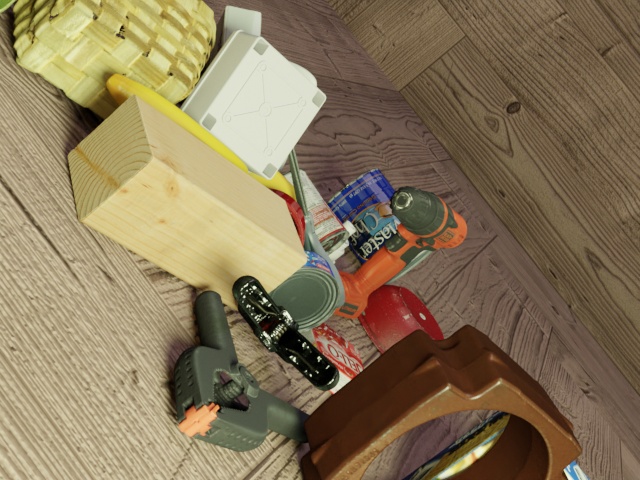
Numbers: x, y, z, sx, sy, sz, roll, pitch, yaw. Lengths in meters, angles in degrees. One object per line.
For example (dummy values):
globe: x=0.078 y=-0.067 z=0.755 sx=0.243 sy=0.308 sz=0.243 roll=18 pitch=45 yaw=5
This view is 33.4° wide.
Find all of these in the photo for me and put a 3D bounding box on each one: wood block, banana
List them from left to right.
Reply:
banana: x=-0.124 y=-0.091 z=1.018 sx=0.070 sy=0.037 sz=0.197 roll=25 pitch=-10 yaw=43
wood block: x=-0.118 y=-0.027 z=0.969 sx=0.205 sy=0.090 sz=0.091 roll=34 pitch=25 yaw=-43

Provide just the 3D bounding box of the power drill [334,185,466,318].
power drill: x=0.075 y=0.014 z=1.256 sx=0.057 sy=0.188 sz=0.184 roll=60 pitch=16 yaw=24

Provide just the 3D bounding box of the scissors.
scissors: x=-0.005 y=-0.005 z=1.160 sx=0.096 sy=0.016 sz=0.202 roll=44 pitch=-31 yaw=40

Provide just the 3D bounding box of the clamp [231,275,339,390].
clamp: x=-0.033 y=0.086 z=0.950 sx=0.120 sy=0.039 sz=0.171 roll=53 pitch=-6 yaw=4

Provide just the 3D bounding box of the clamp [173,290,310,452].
clamp: x=-0.065 y=0.128 z=0.873 sx=0.164 sy=0.036 sz=0.210 roll=49 pitch=11 yaw=-4

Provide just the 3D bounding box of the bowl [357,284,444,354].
bowl: x=0.111 y=0.112 z=1.386 sx=0.162 sy=0.055 sz=0.162 roll=46 pitch=16 yaw=-18

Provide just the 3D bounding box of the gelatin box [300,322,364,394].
gelatin box: x=0.013 y=0.125 z=1.115 sx=0.089 sy=0.030 sz=0.073 roll=40 pitch=19 yaw=-33

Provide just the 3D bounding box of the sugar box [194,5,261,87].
sugar box: x=-0.109 y=-0.178 z=1.185 sx=0.048 sy=0.176 sz=0.093 roll=9 pitch=74 yaw=-19

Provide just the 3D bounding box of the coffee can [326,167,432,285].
coffee can: x=0.084 y=-0.017 z=1.517 sx=0.140 sy=0.103 sz=0.102 roll=53 pitch=15 yaw=9

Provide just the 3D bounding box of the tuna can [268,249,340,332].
tuna can: x=-0.025 y=0.051 z=1.074 sx=0.086 sy=0.086 sz=0.034 roll=39 pitch=18 yaw=-38

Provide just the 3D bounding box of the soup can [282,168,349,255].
soup can: x=-0.020 y=-0.030 z=1.311 sx=0.102 sy=0.068 sz=0.068 roll=55 pitch=16 yaw=14
